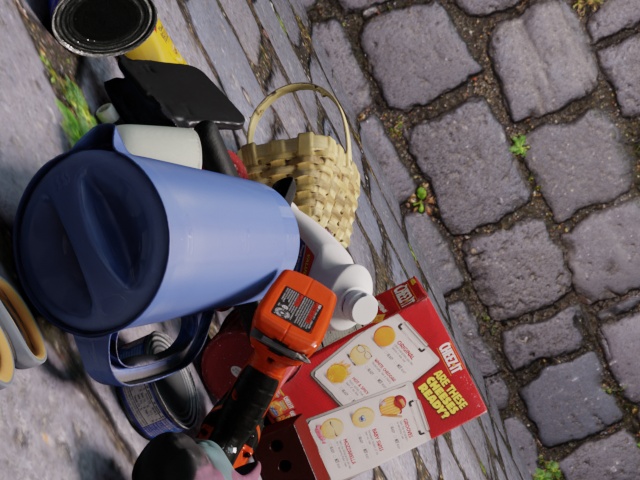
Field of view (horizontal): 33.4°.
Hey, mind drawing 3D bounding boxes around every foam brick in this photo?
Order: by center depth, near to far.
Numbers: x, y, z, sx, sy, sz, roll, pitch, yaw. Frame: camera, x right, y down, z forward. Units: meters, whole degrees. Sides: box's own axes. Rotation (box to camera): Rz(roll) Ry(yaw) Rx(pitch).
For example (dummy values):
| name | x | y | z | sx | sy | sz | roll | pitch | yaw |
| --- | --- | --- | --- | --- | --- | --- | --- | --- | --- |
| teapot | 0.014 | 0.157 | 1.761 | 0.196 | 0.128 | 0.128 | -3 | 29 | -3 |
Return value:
| name | x | y | z | sx | sy | sz | roll | pitch | yaw |
| --- | --- | --- | --- | --- | --- | --- | --- | --- | --- |
| foam brick | -0.031 | 0.224 | 1.089 | 0.078 | 0.053 | 0.051 | 66 | 11 | 2 |

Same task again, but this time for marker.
| name | x | y | z | sx | sy | sz | roll | pitch | yaw |
| --- | --- | --- | --- | --- | --- | --- | --- | --- | --- |
| marker | -0.186 | -0.084 | 1.074 | 0.020 | 0.020 | 0.121 | -96 | 159 | -56 |

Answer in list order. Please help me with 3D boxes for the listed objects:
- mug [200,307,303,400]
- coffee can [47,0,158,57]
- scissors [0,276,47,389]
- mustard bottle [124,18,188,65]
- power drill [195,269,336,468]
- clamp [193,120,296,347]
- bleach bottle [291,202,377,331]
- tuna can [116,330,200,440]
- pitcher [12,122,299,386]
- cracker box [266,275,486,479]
| name | x | y | z | sx | sy | sz | roll | pitch | yaw |
| --- | --- | --- | --- | --- | --- | --- | --- | --- | --- |
| mug | -0.067 | 0.104 | 1.046 | 0.081 | 0.093 | 0.117 | -46 | 144 | -73 |
| coffee can | -0.223 | -0.267 | 1.056 | 0.102 | 0.103 | 0.140 | 48 | 22 | -58 |
| scissors | -0.234 | 0.013 | 0.665 | 0.201 | 0.016 | 0.096 | 60 | 13 | -28 |
| mustard bottle | -0.211 | -0.249 | 1.187 | 0.191 | 0.058 | 0.096 | 61 | 11 | -24 |
| power drill | -0.052 | 0.120 | 0.896 | 0.057 | 0.188 | 0.184 | 26 | 24 | -1 |
| clamp | -0.057 | 0.001 | 1.022 | 0.164 | 0.036 | 0.210 | 21 | 54 | -59 |
| bleach bottle | -0.012 | 0.025 | 1.103 | 0.068 | 0.102 | 0.251 | 27 | 1 | -32 |
| tuna can | -0.133 | 0.119 | 0.872 | 0.086 | 0.034 | 0.086 | 61 | 12 | -24 |
| pitcher | -0.114 | 0.011 | 0.839 | 0.145 | 0.149 | 0.242 | 47 | 18 | 18 |
| cracker box | 0.050 | 0.160 | 1.174 | 0.164 | 0.214 | 0.072 | 61 | 3 | -23 |
